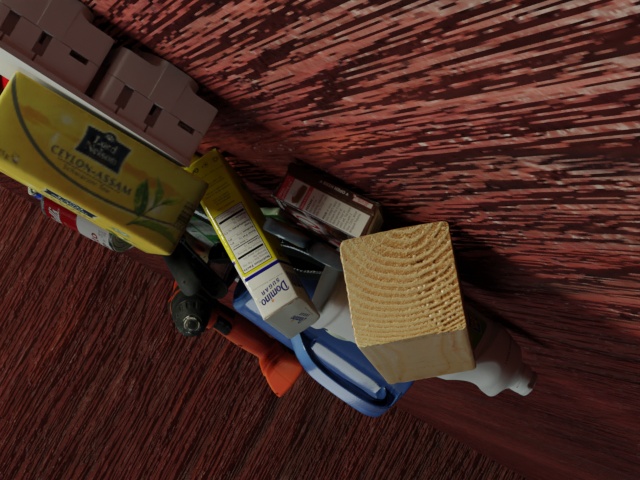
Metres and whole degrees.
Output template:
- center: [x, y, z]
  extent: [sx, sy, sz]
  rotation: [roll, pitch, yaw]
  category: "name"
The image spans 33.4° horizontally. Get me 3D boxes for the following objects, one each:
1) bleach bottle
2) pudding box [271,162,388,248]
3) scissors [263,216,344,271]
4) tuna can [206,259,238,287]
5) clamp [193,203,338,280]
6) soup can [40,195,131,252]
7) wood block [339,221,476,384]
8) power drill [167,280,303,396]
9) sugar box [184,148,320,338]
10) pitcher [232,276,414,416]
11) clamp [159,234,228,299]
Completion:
- center: [0.114, 0.098, 1.102]
  extent: [0.250, 0.102, 0.068]
  rotation: [30, 146, -13]
  category: "bleach bottle"
- center: [0.011, -0.022, 0.938]
  extent: [0.090, 0.039, 0.113]
  rotation: [26, 171, 11]
  category: "pudding box"
- center: [-0.016, 0.000, 1.013]
  extent: [0.096, 0.016, 0.202]
  rotation: [28, -179, -11]
  category: "scissors"
- center: [-0.117, 0.018, 1.387]
  extent: [0.034, 0.086, 0.086]
  rotation: [29, 171, 5]
  category: "tuna can"
- center: [-0.058, 0.001, 1.161]
  extent: [0.210, 0.036, 0.164]
  rotation: [13, 159, 23]
  category: "clamp"
- center: [-0.257, -0.037, 1.216]
  extent: [0.102, 0.068, 0.068]
  rotation: [26, 171, 19]
  category: "soup can"
- center: [0.081, 0.061, 0.931]
  extent: [0.090, 0.091, 0.206]
  rotation: [-11, 163, 7]
  category: "wood block"
- center: [-0.109, 0.117, 1.348]
  extent: [0.187, 0.057, 0.184]
  rotation: [39, -173, -14]
  category: "power drill"
- center: [-0.065, 0.004, 1.028]
  extent: [0.176, 0.048, 0.093]
  rotation: [57, -177, 21]
  category: "sugar box"
- center: [0.012, 0.107, 1.346]
  extent: [0.242, 0.145, 0.149]
  rotation: [33, 173, -14]
  category: "pitcher"
- center: [-0.179, 0.005, 1.264]
  extent: [0.171, 0.039, 0.120]
  rotation: [47, 180, 4]
  category: "clamp"
